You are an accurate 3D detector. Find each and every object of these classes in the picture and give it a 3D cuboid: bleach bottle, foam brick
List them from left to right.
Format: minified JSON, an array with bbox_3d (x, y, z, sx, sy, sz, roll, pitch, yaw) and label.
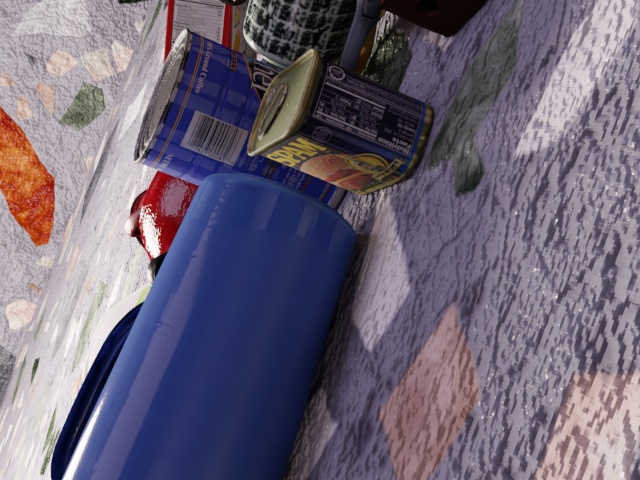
[{"bbox_3d":[-0.170,0.091,1.071,0.251,0.068,0.102,-32,41,59],"label":"bleach bottle"},{"bbox_3d":[0.078,-0.170,0.638,0.078,0.053,0.051,-44,31,56],"label":"foam brick"}]

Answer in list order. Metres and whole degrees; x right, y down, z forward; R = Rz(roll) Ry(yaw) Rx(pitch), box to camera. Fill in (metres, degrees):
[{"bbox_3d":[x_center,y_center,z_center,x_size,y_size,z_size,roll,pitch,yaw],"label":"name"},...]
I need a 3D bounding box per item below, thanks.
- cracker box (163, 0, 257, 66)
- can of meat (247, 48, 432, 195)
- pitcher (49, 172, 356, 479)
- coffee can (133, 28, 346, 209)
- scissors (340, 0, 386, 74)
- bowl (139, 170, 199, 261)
[{"bbox_3d":[-0.104,-0.225,1.055,0.164,0.072,0.214,-69,-12,-66],"label":"cracker box"},{"bbox_3d":[0.011,-0.071,0.674,0.102,0.083,0.057,-15,56,69],"label":"can of meat"},{"bbox_3d":[-0.074,0.084,0.672,0.145,0.149,0.243,126,165,-78],"label":"pitcher"},{"bbox_3d":[-0.051,-0.079,0.775,0.103,0.140,0.103,-57,21,36],"label":"coffee can"},{"bbox_3d":[0.040,-0.178,0.725,0.202,0.016,0.096,105,-170,-69],"label":"scissors"},{"bbox_3d":[-0.109,-0.034,0.926,0.162,0.055,0.162,-59,-12,-21],"label":"bowl"}]
